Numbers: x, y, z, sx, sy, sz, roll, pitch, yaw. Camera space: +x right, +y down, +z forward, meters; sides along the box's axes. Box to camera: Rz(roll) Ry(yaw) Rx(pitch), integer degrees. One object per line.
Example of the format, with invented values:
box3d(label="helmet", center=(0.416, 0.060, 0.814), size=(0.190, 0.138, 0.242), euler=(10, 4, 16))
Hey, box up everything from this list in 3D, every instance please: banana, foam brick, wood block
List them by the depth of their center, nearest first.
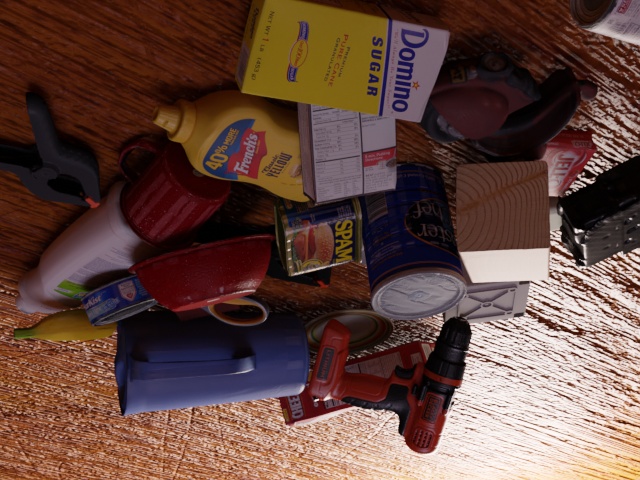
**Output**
box3d(label="wood block", center=(0.196, -0.015, 1.129), size=(0.091, 0.090, 0.206), euler=(-2, 169, 12))
box3d(label="banana", center=(-0.284, 0.099, 1.276), size=(0.070, 0.037, 0.197), euler=(4, 178, 18))
box3d(label="foam brick", center=(-0.141, 0.058, 1.289), size=(0.078, 0.053, 0.051), euler=(-13, 148, 8))

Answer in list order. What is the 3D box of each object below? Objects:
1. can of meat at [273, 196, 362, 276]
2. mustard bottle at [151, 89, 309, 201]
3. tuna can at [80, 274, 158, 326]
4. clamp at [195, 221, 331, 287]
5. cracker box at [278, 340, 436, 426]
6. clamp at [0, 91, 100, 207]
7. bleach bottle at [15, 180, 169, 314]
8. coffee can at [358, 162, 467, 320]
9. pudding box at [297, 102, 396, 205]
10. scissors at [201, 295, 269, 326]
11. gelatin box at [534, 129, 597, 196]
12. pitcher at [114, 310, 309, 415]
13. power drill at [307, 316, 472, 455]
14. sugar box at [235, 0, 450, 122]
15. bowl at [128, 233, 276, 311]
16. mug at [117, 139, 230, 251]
box3d(label="can of meat", center=(-0.003, -0.012, 1.149), size=(0.084, 0.057, 0.102), euler=(-13, 141, -9))
box3d(label="mustard bottle", center=(-0.074, -0.099, 1.044), size=(0.191, 0.058, 0.096), euler=(14, 133, -30))
box3d(label="tuna can", center=(-0.222, 0.066, 1.196), size=(0.086, 0.034, 0.086), euler=(-22, 173, -3))
box3d(label="clamp", center=(-0.058, 0.002, 1.230), size=(0.165, 0.036, 0.209), euler=(-18, 144, 18))
box3d(label="cracker box", center=(0.065, 0.200, 1.493), size=(0.214, 0.072, 0.164), euler=(-18, 169, 15))
box3d(label="clamp", center=(-0.269, -0.085, 1.049), size=(0.120, 0.039, 0.171), euler=(-22, 149, 31))
box3d(label="bleach bottle", center=(-0.267, 0.023, 1.199), size=(0.251, 0.068, 0.102), euler=(-29, 146, 34))
box3d(label="coffee can", center=(0.096, 0.001, 1.161), size=(0.102, 0.140, 0.103), euler=(-5, 148, -3))
box3d(label="pudding box", center=(0.027, -0.097, 1.026), size=(0.090, 0.039, 0.113), euler=(-10, 114, -15))
box3d(label="scissors", center=(-0.155, 0.049, 1.236), size=(0.201, 0.016, 0.096), euler=(14, 117, -2))
box3d(label="gelatin box", center=(0.247, -0.084, 1.159), size=(0.073, 0.030, 0.089), euler=(3, 147, -16))
box3d(label="pitcher", center=(-0.139, 0.152, 1.364), size=(0.242, 0.149, 0.145), euler=(-1, 134, -16))
box3d(label="power drill", center=(0.089, 0.164, 1.367), size=(0.188, 0.184, 0.057), euler=(18, -172, 13))
box3d(label="sugar box", center=(0.020, -0.164, 0.942), size=(0.176, 0.048, 0.093), euler=(7, 119, -19))
box3d(label="bowl", center=(-0.119, 0.038, 1.134), size=(0.162, 0.055, 0.162), euler=(-14, 174, -2))
box3d(label="mug", center=(-0.153, -0.057, 1.083), size=(0.117, 0.093, 0.082), euler=(42, 127, -6))
